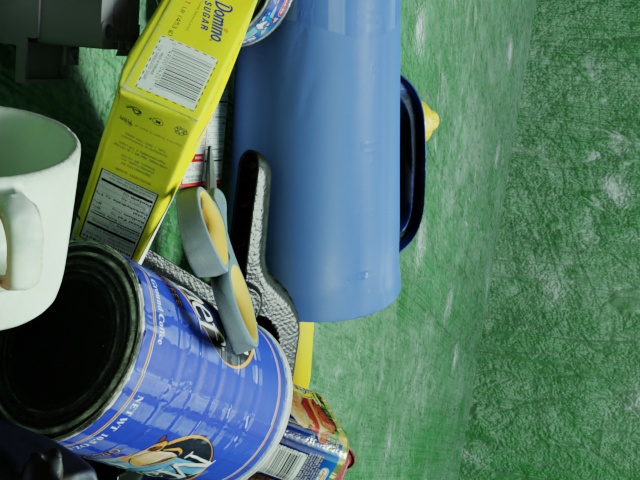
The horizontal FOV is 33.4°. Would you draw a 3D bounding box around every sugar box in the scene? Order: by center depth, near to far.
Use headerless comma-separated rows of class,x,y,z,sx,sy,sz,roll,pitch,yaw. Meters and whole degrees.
sugar box,-0.088,-0.050,0.560,0.176,0.048,0.093,120,-8,-54

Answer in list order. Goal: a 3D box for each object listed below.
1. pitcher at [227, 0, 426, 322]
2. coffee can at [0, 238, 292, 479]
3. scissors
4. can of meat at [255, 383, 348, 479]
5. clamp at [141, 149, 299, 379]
pitcher,0.005,-0.076,0.761,0.149,0.145,0.243,-72,165,-67
coffee can,-0.093,0.071,0.566,0.140,0.103,0.103,36,62,-54
scissors,-0.054,0.001,0.590,0.202,0.016,0.096,-97,169,-80
can of meat,-0.034,0.144,0.822,0.057,0.083,0.102,-60,-157,11
clamp,-0.053,0.029,0.697,0.120,0.039,0.171,-38,120,-17
